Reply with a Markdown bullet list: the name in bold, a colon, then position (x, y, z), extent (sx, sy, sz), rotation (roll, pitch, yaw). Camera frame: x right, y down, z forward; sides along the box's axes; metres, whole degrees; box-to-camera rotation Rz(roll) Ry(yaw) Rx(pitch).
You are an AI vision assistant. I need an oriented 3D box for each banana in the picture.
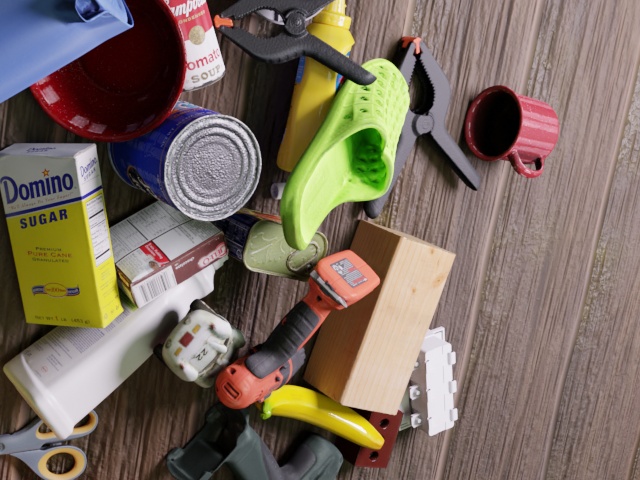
- **banana**: position (-0.009, 0.205, 1.251), extent (0.197, 0.070, 0.037), rotation (21, 120, -38)

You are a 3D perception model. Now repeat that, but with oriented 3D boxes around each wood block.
- **wood block**: position (0.068, 0.091, 1.272), extent (0.090, 0.091, 0.206), rotation (17, 95, -36)

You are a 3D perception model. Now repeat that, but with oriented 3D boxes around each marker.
- **marker**: position (-0.001, -0.059, 1.224), extent (0.120, 0.020, 0.020), rotation (-4, 107, -32)

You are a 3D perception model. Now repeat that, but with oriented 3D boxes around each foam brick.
- **foam brick**: position (0.060, 0.240, 1.337), extent (0.052, 0.051, 0.078), rotation (12, 98, -35)

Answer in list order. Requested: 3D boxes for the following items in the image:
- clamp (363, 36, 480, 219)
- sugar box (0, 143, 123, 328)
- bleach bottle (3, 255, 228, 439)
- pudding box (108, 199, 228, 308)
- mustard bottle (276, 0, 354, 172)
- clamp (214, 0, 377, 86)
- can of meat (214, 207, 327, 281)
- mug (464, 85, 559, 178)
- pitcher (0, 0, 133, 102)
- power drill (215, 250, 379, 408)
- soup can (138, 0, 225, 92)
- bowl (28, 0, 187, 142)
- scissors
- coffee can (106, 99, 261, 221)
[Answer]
- **clamp**: position (0.124, -0.136, 1.269), extent (0.164, 0.036, 0.210), rotation (-8, 107, -29)
- **sugar box**: position (-0.252, -0.005, 1.030), extent (0.048, 0.093, 0.176), rotation (-51, 138, -60)
- **bleach bottle**: position (-0.194, 0.086, 1.091), extent (0.250, 0.103, 0.068), rotation (-39, 131, -18)
- **pudding box**: position (-0.165, 0.006, 1.090), extent (0.113, 0.090, 0.039), rotation (-31, 139, -22)
- **mustard bottle**: position (-0.002, -0.168, 1.144), extent (0.058, 0.096, 0.192), rotation (11, 99, 1)
- **clamp**: position (-0.019, -0.208, 1.074), extent (0.171, 0.039, 0.120), rotation (-8, 88, -1)
- **can of meat**: position (-0.058, 0.001, 1.165), extent (0.101, 0.084, 0.057), rotation (13, 97, -35)
- **mug**: position (0.242, -0.128, 1.309), extent (0.081, 0.117, 0.093), rotation (6, 145, -40)
- **pitcher**: position (-0.292, -0.180, 0.903), extent (0.243, 0.149, 0.145), rotation (-32, 89, 5)
- **power drill**: position (-0.019, 0.096, 1.159), extent (0.188, 0.057, 0.184), rotation (-50, 171, 19)
- **soup can**: position (-0.139, -0.206, 1.057), extent (0.068, 0.069, 0.102), rotation (-27, 119, -24)
- **bowl**: position (-0.198, -0.177, 1.007), extent (0.162, 0.055, 0.162), rotation (3, 108, 8)
- **scissors**: position (-0.324, 0.226, 1.103), extent (0.201, 0.016, 0.096), rotation (-16, 113, -28)
- **coffee can**: position (-0.137, -0.085, 1.051), extent (0.102, 0.140, 0.103), rotation (-11, 110, -31)
